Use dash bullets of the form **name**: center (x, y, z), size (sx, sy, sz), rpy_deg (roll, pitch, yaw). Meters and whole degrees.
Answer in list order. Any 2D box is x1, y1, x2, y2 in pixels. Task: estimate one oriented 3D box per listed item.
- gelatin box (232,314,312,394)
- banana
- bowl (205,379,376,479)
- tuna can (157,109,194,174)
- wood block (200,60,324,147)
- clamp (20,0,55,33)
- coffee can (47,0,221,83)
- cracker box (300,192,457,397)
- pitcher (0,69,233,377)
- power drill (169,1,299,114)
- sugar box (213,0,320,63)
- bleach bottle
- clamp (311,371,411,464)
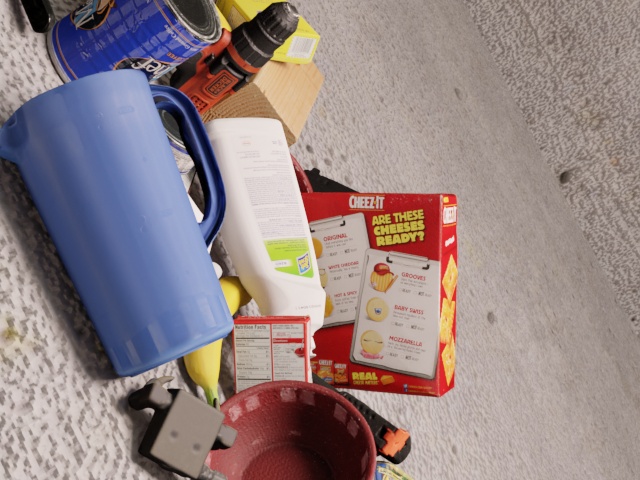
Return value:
- **gelatin box**: center (-0.046, 0.117, 1.033), size (0.030, 0.073, 0.089), rpy_deg (-35, 124, -80)
- **banana**: center (-0.102, 0.082, 1.052), size (0.197, 0.037, 0.069), rpy_deg (-75, 155, -56)
- **bowl**: center (-0.031, 0.206, 0.958), size (0.055, 0.162, 0.162), rpy_deg (88, -3, -48)
- **tuna can**: center (-0.150, -0.106, 1.039), size (0.086, 0.034, 0.086), rpy_deg (38, 25, -22)
- **wood block**: center (-0.069, -0.179, 1.336), size (0.090, 0.090, 0.206), rpy_deg (53, 25, -18)
- **clamp**: center (-0.294, -0.273, 1.032), size (0.120, 0.039, 0.171), rpy_deg (50, 26, -30)
- **coffee can**: center (-0.184, -0.206, 1.058), size (0.102, 0.140, 0.103), rpy_deg (46, 28, -34)
- **cracker box**: center (0.062, 0.055, 1.160), size (0.072, 0.164, 0.214), rpy_deg (-8, 99, -67)
- **pitcher**: center (-0.158, -0.016, 0.911), size (0.243, 0.149, 0.145), rpy_deg (67, 11, 2)
- **power drill**: center (-0.141, -0.233, 1.150), size (0.187, 0.185, 0.057), rpy_deg (34, 34, -31)
- **sugar box**: center (-0.080, -0.283, 1.328), size (0.093, 0.048, 0.176), rpy_deg (2, 37, -34)
- **bleach bottle**: center (-0.057, 0.001, 1.088), size (0.102, 0.068, 0.251), rpy_deg (-5, 74, -36)
- **clamp**: center (0.028, 0.174, 1.067), size (0.164, 0.036, 0.210), rpy_deg (41, -10, -9)
